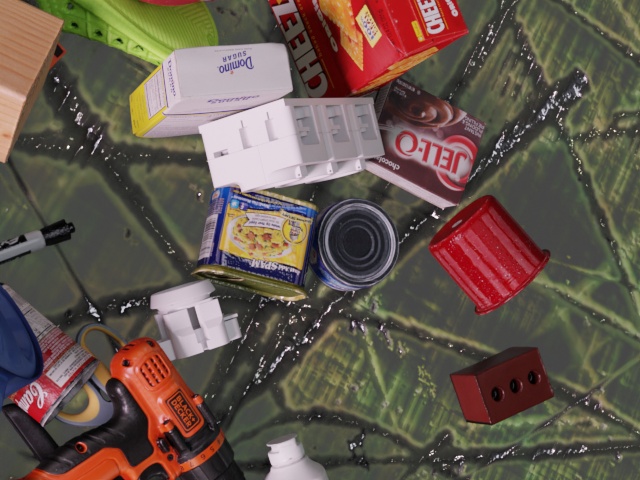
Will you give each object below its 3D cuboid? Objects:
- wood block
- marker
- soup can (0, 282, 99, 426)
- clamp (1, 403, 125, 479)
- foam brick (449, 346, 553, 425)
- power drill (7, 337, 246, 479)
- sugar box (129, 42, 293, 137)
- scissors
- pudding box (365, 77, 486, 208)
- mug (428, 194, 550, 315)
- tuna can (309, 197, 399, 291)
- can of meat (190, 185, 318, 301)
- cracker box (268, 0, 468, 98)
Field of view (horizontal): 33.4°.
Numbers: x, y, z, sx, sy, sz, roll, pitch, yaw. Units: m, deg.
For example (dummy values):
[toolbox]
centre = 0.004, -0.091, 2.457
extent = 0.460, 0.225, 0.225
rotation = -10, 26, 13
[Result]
[wood block]
centre = -0.312, -0.154, 0.799
extent = 0.206, 0.090, 0.090
rotation = 23, 54, -13
[marker]
centre = -0.262, 0.009, 0.889
extent = 0.121, 0.020, 0.020
rotation = -22, 92, -23
[soup can]
centre = -0.237, 0.090, 0.853
extent = 0.102, 0.069, 0.068
rotation = 40, 70, 0
[clamp]
centre = -0.206, 0.205, 0.876
extent = 0.171, 0.039, 0.120
rotation = 16, 86, -25
[foam brick]
centre = 0.175, 0.140, 1.030
extent = 0.078, 0.051, 0.053
rotation = -21, 92, -23
[power drill]
centre = -0.155, 0.199, 0.853
extent = 0.187, 0.057, 0.184
rotation = -40, 105, -34
[sugar box]
centre = -0.096, -0.123, 0.887
extent = 0.093, 0.176, 0.048
rotation = -8, 86, -22
[scissors]
centre = -0.164, 0.167, 0.910
extent = 0.096, 0.016, 0.202
rotation = -30, 94, -20
[pudding box]
centre = 0.096, -0.094, 1.035
extent = 0.113, 0.039, 0.090
rotation = 24, 76, -17
[mug]
centre = 0.163, 0.005, 1.030
extent = 0.081, 0.093, 0.117
rotation = 48, 38, -5
[tuna can]
centre = 0.030, 0.004, 0.999
extent = 0.086, 0.034, 0.086
rotation = 3, 82, -22
[can of meat]
centre = -0.056, 0.001, 0.953
extent = 0.102, 0.058, 0.084
rotation = 15, 76, -20
[cracker box]
centre = 0.025, -0.215, 0.927
extent = 0.072, 0.214, 0.164
rotation = -23, 92, -21
